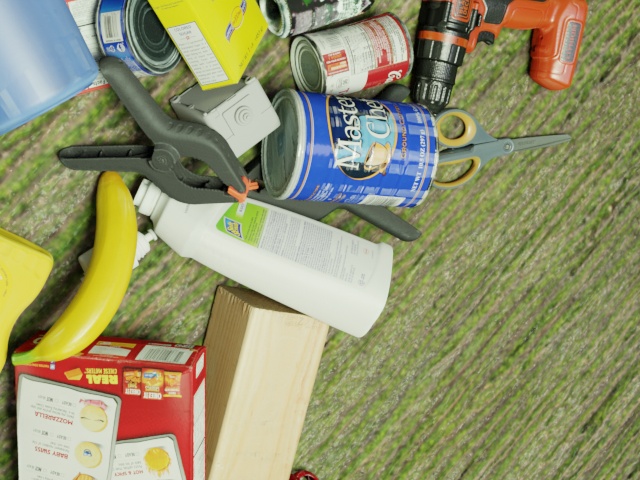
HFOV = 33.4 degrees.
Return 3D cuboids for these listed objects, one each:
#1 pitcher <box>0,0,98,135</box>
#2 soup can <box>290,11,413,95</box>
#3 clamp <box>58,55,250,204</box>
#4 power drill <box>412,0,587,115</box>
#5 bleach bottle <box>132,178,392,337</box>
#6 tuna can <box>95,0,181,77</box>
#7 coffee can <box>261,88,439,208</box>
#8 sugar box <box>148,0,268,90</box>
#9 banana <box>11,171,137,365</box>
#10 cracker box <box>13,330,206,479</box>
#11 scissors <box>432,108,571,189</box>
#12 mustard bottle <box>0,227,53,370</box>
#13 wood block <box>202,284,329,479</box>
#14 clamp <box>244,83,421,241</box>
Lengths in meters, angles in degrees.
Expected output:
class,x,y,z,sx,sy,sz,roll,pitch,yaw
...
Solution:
class,x,y,z,sx,sy,sz,roll,pitch,yaw
pitcher,-0.266,-0.210,0.813,0.149,0.145,0.243,-30,105,-6
soup can,0.030,-0.179,1.043,0.102,0.069,0.068,-19,111,-24
clamp,-0.137,-0.088,0.933,0.171,0.039,0.120,18,132,-7
power drill,0.187,-0.212,1.129,0.187,0.057,0.184,8,99,-31
bleach bottle,-0.057,0.001,1.016,0.250,0.102,0.068,24,127,-10
tuna can,-0.156,-0.186,0.934,0.086,0.034,0.086,0,89,-60
coffee can,0.026,-0.085,1.007,0.140,0.103,0.103,3,101,-22
sugar box,-0.112,-0.229,0.928,0.176,0.048,0.093,61,36,-38
banana,-0.200,0.028,0.938,0.069,0.037,0.197,20,67,5
cracker box,-0.189,0.196,0.976,0.164,0.072,0.214,4,105,7
scissors,0.194,-0.120,1.181,0.201,0.016,0.096,-25,114,-22
mustard bottle,-0.314,0.079,0.922,0.096,0.058,0.191,27,90,-16
wood block,-0.072,0.158,1.061,0.090,0.091,0.206,11,98,-31
clamp,0.014,-0.058,1.080,0.209,0.036,0.164,-17,101,-24
